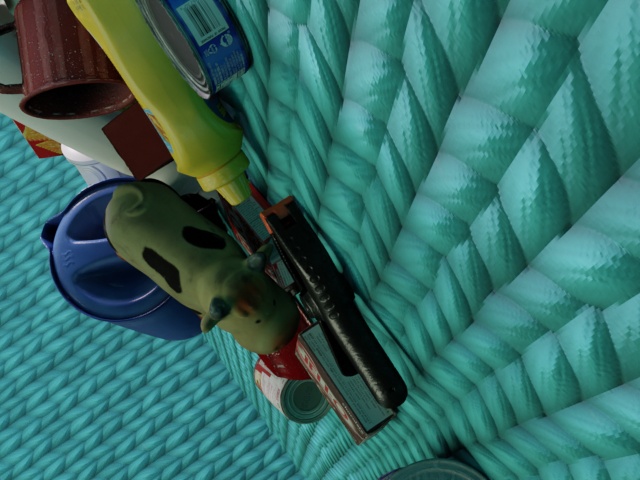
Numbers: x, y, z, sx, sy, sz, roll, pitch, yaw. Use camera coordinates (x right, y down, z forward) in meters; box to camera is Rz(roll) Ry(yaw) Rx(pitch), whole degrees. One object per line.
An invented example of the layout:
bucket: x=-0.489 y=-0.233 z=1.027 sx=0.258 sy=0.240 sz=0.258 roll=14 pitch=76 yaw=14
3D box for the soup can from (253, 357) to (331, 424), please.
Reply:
soup can: x=-0.031 y=0.168 z=1.251 sx=0.068 sy=0.068 sz=0.102 roll=59 pitch=168 yaw=-20

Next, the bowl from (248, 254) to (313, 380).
bowl: x=-0.050 y=0.094 z=1.146 sx=0.162 sy=0.055 sz=0.162 roll=52 pitch=168 yaw=15

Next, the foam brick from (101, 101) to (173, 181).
foam brick: x=-0.130 y=-0.090 z=0.866 sx=0.053 sy=0.051 sz=0.078 roll=56 pitch=-158 yaw=-6

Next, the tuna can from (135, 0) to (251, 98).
tuna can: x=-0.079 y=-0.132 z=0.654 sx=0.086 sy=0.033 sz=0.086 roll=52 pitch=169 yaw=14

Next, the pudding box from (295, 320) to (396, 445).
pudding box: x=0.021 y=0.132 z=0.994 sx=0.113 sy=0.039 sz=0.090 roll=53 pitch=168 yaw=12

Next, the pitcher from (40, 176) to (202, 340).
pitcher: x=-0.158 y=0.035 z=1.062 sx=0.149 sy=0.145 sz=0.243 roll=59 pitch=179 yaw=14

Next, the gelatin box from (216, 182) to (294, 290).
gelatin box: x=-0.051 y=-0.005 z=0.920 sx=0.073 sy=0.030 sz=0.089 roll=49 pitch=167 yaw=28

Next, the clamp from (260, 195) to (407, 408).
clamp: x=0.005 y=0.047 z=0.815 sx=0.171 sy=0.039 sz=0.120 roll=62 pitch=164 yaw=-3

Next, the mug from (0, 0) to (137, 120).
mug: x=-0.203 y=-0.145 z=0.826 sx=0.093 sy=0.117 sz=0.081 roll=134 pitch=126 yaw=-76

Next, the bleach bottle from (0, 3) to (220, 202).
bleach bottle: x=-0.191 y=-0.105 z=0.930 sx=0.250 sy=0.068 sz=0.102 roll=32 pitch=-154 yaw=-14

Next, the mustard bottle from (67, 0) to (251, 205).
mustard bottle: x=-0.108 y=-0.108 z=0.776 sx=0.191 sy=0.058 sz=0.096 roll=58 pitch=179 yaw=-16
